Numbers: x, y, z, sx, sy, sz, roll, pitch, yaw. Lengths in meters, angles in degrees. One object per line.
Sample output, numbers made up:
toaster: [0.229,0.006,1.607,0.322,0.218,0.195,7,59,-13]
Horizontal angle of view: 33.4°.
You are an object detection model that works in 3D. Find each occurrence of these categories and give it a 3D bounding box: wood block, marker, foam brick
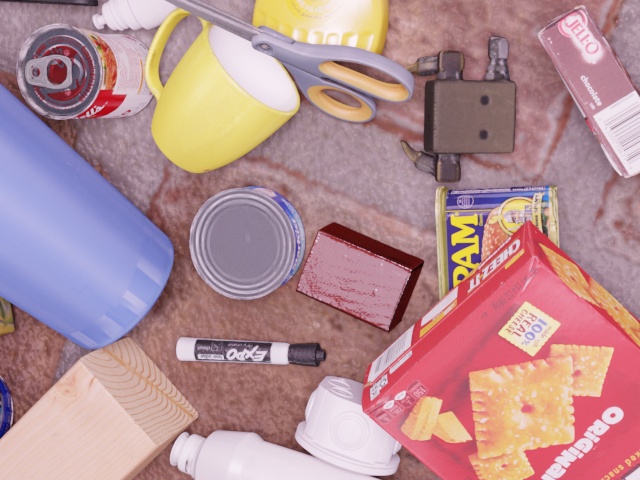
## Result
wood block: [-0.210,0.184,0.862,0.206,0.090,0.091,-44,84,16]
marker: [-0.055,0.088,0.842,0.121,0.020,0.020,1,97,16]
foam brick: [0.029,0.026,0.793,0.078,0.053,0.051,24,103,12]

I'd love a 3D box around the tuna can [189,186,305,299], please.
tuna can: [-0.055,0.001,0.824,0.086,0.033,0.086,2,97,16]

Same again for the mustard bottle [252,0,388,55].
mustard bottle: [0.015,-0.230,0.763,0.096,0.058,0.192,14,100,13]

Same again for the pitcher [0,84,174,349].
pitcher: [-0.227,-0.034,0.784,0.242,0.145,0.149,42,65,-28]

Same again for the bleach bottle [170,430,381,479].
bleach bottle: [0.001,0.207,0.812,0.251,0.068,0.102,18,142,20]

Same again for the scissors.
scissors: [-0.033,-0.130,0.760,0.201,0.096,0.016,17,68,-1]

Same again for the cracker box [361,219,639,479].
cracker box: [0.159,0.118,0.723,0.213,0.072,0.164,41,113,-9]

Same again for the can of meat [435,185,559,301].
can of meat: [0.128,0.011,0.762,0.084,0.057,0.102,-2,97,13]

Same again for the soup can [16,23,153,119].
soup can: [-0.173,-0.126,0.806,0.068,0.102,0.068,2,97,15]
